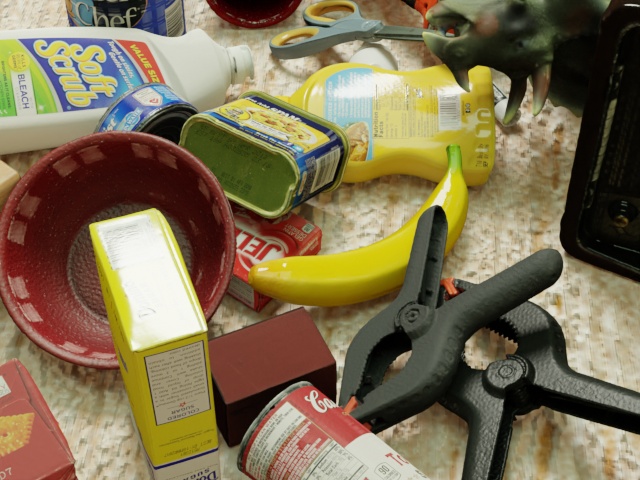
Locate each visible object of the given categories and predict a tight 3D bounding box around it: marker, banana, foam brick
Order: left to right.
[{"bbox_3d":[-0.034,0.086,0.684,0.078,0.053,0.051,-18,51,-17],"label":"foam brick"},{"bbox_3d":[0.041,0.005,0.758,0.197,0.037,0.069,-32,82,-26],"label":"banana"},{"bbox_3d":[0.131,-0.141,0.911,0.020,0.020,0.121,-19,51,-17],"label":"marker"}]

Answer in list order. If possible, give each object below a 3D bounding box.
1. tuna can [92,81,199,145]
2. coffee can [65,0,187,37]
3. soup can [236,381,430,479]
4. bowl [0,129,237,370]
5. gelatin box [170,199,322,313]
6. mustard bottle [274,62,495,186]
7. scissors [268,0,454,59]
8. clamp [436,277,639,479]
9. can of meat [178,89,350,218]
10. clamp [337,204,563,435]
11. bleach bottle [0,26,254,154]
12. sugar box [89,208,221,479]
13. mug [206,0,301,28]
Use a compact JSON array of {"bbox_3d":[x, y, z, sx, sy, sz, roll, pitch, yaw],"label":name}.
[{"bbox_3d":[-0.129,-0.074,0.802,0.034,0.086,0.086,38,58,25],"label":"tuna can"},{"bbox_3d":[-0.167,-0.222,0.896,0.103,0.140,0.103,1,48,-1],"label":"coffee can"},{"bbox_3d":[0.010,0.140,0.627,0.102,0.068,0.068,35,56,26],"label":"soup can"},{"bbox_3d":[-0.134,0.010,0.724,0.162,0.055,0.162,-1,77,2],"label":"bowl"},{"bbox_3d":[-0.055,0.001,0.774,0.089,0.030,0.073,31,55,24],"label":"gelatin box"},{"bbox_3d":[0.038,-0.092,0.837,0.191,0.058,0.096,1,72,1],"label":"mustard bottle"},{"bbox_3d":[0.024,-0.166,0.887,0.096,0.016,0.202,-31,31,-11],"label":"scissors"},{"bbox_3d":[0.132,0.092,0.670,0.164,0.036,0.210,-23,41,4],"label":"clamp"},{"bbox_3d":[-0.042,-0.064,0.779,0.102,0.057,0.083,26,27,17],"label":"can of meat"},{"bbox_3d":[0.065,0.049,0.697,0.171,0.039,0.120,-45,34,-6],"label":"clamp"},{"bbox_3d":[-0.179,-0.132,0.857,0.250,0.068,0.102,-11,78,-13],"label":"bleach bottle"},{"bbox_3d":[-0.091,0.075,0.610,0.048,0.176,0.093,-14,50,-16],"label":"sugar box"},{"bbox_3d":[-0.073,-0.253,0.960,0.117,0.093,0.081,1,43,-7],"label":"mug"}]
